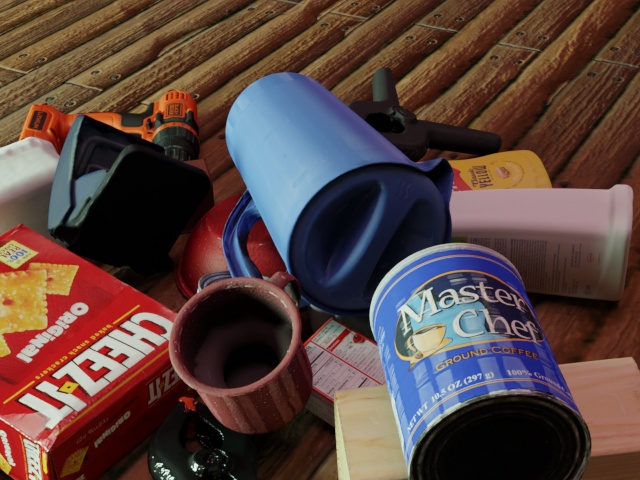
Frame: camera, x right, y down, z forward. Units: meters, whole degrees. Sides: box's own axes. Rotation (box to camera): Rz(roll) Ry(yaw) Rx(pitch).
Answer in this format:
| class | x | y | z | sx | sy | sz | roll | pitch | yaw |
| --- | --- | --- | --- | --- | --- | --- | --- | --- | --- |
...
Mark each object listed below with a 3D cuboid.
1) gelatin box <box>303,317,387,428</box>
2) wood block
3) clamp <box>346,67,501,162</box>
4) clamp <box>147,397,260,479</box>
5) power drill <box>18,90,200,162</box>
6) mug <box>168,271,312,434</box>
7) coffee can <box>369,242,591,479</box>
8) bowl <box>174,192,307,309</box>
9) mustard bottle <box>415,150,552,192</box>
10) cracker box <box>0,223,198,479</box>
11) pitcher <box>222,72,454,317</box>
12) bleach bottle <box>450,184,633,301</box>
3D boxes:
| class | x | y | z | sx | sy | sz | roll | pitch | yaw |
| --- | --- | --- | --- | --- | --- | --- | --- | --- | --- |
| gelatin box | 0.021 | 0.108 | 0.819 | 0.089 | 0.030 | 0.073 | 30 | 44 | 18 |
| wood block | 0.117 | 0.148 | 0.712 | 0.206 | 0.091 | 0.090 | -6 | 34 | -3 |
| clamp | 0.074 | -0.123 | 1.096 | 0.165 | 0.036 | 0.209 | 38 | 33 | 25 |
| clamp | -0.066 | 0.169 | 0.744 | 0.120 | 0.039 | 0.171 | 6 | 28 | -14 |
| power drill | -0.222 | -0.103 | 1.146 | 0.187 | 0.057 | 0.184 | -3 | 30 | -4 |
| mug | -0.046 | 0.076 | 0.762 | 0.093 | 0.081 | 0.117 | 16 | 61 | 22 |
| coffee can | 0.090 | 0.082 | 0.638 | 0.102 | 0.103 | 0.140 | -6 | 34 | -4 |
| bowl | -0.056 | 0.001 | 0.977 | 0.162 | 0.055 | 0.162 | -2 | 33 | 1 |
| mustard bottle | 0.119 | -0.039 | 1.018 | 0.191 | 0.058 | 0.096 | -6 | 43 | -3 |
| cracker box | -0.221 | 0.087 | 0.834 | 0.214 | 0.072 | 0.163 | 26 | 43 | 27 |
| pitcher | -0.008 | -0.046 | 0.891 | 0.149 | 0.145 | 0.243 | 0 | 28 | -22 |
| bleach bottle | 0.137 | -0.006 | 0.927 | 0.251 | 0.102 | 0.068 | 5 | 43 | 13 |
